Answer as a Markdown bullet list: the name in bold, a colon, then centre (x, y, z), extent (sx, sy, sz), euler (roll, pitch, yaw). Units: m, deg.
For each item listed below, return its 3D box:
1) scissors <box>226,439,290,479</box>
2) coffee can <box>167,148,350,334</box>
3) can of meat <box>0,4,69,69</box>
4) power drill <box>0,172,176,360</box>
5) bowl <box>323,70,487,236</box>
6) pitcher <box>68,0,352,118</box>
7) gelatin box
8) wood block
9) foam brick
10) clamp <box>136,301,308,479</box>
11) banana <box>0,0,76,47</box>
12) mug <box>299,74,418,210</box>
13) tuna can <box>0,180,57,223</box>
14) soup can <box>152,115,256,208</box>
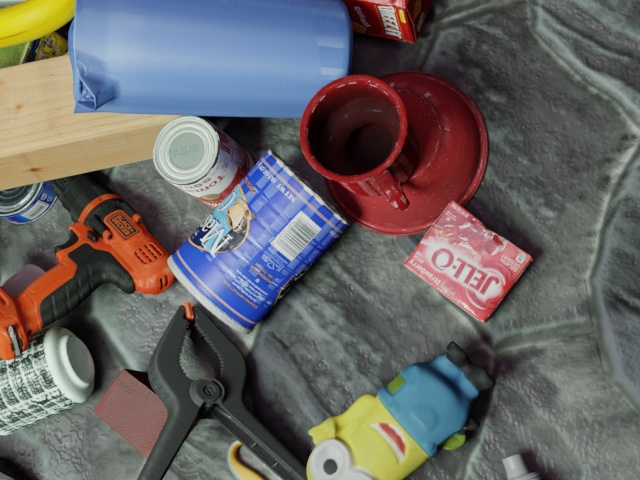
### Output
- **scissors**: centre (-0.025, 0.267, 0.965), extent (0.096, 0.016, 0.202), euler (-46, 70, 6)
- **coffee can**: centre (-0.056, 0.001, 0.982), extent (0.140, 0.102, 0.103), euler (-47, 70, 4)
- **can of meat**: centre (-0.304, -0.183, 1.107), extent (0.057, 0.083, 0.102), euler (17, 85, 20)
- **power drill**: centre (-0.258, 0.016, 1.025), extent (0.187, 0.057, 0.185), euler (-33, 57, -26)
- **bowl**: centre (0.070, -0.088, 0.985), extent (0.162, 0.055, 0.162), euler (-4, 78, 17)
- **pitcher**: centre (-0.100, -0.179, 0.953), extent (0.242, 0.145, 0.149), euler (3, 94, -11)
- **gelatin box**: centre (0.131, 0.020, 0.949), extent (0.089, 0.030, 0.073), euler (37, 91, 10)
- **wood block**: centre (-0.235, -0.121, 1.036), extent (0.206, 0.091, 0.090), euler (-13, 74, -6)
- **foam brick**: centre (-0.164, 0.165, 1.010), extent (0.078, 0.051, 0.053), euler (36, 90, 20)
- **clamp**: centre (-0.112, 0.150, 0.964), extent (0.210, 0.164, 0.036), euler (65, 146, 30)
- **banana**: centre (-0.308, -0.222, 1.054), extent (0.198, 0.037, 0.069), euler (-15, 57, 13)
- **mug**: centre (0.044, -0.076, 0.916), extent (0.093, 0.081, 0.117), euler (-34, 71, 8)
- **tuna can**: centre (-0.317, -0.062, 1.114), extent (0.086, 0.033, 0.086), euler (-4, 78, 17)
- **soup can**: centre (-0.108, -0.073, 1.013), extent (0.069, 0.102, 0.068), euler (-3, 78, 16)
